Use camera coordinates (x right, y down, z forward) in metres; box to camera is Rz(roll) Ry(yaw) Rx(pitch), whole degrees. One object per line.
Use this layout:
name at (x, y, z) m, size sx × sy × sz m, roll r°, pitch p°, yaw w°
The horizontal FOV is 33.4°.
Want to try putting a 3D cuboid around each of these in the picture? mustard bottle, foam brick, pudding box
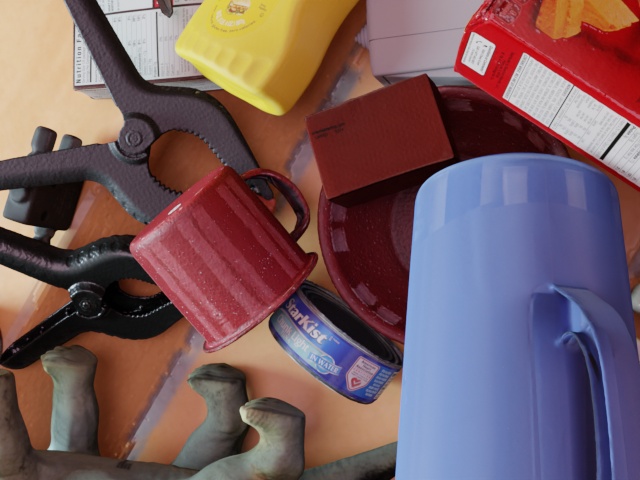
mustard bottle at (-0.006, -0.176, 0.661) m, size 0.096 × 0.058 × 0.191 m, roll 33°, pitch 88°, yaw 43°
foam brick at (0.038, -0.057, 0.622) m, size 0.078 × 0.051 × 0.053 m, roll -18°, pitch 82°, yaw 14°
pudding box at (-0.115, -0.147, 0.736) m, size 0.114 × 0.039 × 0.090 m, roll -2°, pitch 87°, yaw 17°

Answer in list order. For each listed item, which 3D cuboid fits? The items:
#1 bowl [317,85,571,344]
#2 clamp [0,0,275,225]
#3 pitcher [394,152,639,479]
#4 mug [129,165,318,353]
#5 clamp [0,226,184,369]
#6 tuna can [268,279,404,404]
bowl at (0.082, -0.012, 0.663) m, size 0.162 × 0.055 × 0.162 m, roll -1°, pitch 86°, yaw 16°
clamp at (-0.130, -0.060, 0.696) m, size 0.210 × 0.036 × 0.164 m, roll 33°, pitch 92°, yaw -9°
pitcher at (0.103, 0.081, 0.526) m, size 0.149 × 0.144 × 0.243 m, roll -10°, pitch 67°, yaw 30°
mug at (-0.054, 0.001, 0.660) m, size 0.117 × 0.093 × 0.081 m, roll -45°, pitch 101°, yaw -26°
clamp at (-0.161, 0.026, 0.716) m, size 0.171 × 0.039 × 0.120 m, roll -13°, pitch 127°, yaw 11°
tuna can at (0.010, 0.063, 0.664) m, size 0.086 × 0.086 × 0.034 m, roll 39°, pitch 99°, yaw 14°
